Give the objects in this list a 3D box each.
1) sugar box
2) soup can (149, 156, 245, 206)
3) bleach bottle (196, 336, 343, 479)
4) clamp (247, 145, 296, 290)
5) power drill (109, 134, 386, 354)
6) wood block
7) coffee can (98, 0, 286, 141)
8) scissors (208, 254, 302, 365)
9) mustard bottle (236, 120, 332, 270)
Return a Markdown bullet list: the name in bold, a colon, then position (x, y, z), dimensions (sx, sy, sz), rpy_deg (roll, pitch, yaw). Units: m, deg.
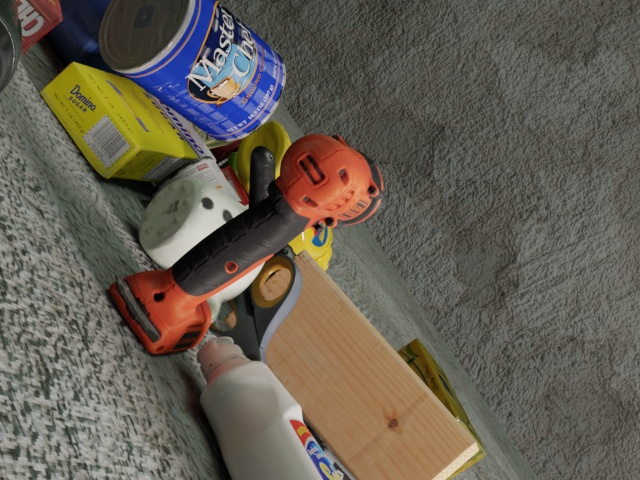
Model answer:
- **sugar box**: position (-0.160, -0.097, 0.926), dimensions (0.093, 0.048, 0.176), rpy_deg (53, 15, 8)
- **soup can**: position (-0.096, -0.015, 0.940), dimensions (0.102, 0.068, 0.068), rpy_deg (55, 7, 7)
- **bleach bottle**: position (-0.014, 0.160, 0.657), dimensions (0.251, 0.068, 0.102), rpy_deg (55, 6, 31)
- **clamp**: position (-0.056, 0.001, 0.988), dimensions (0.039, 0.120, 0.171), rpy_deg (-11, 62, -46)
- **power drill**: position (-0.040, 0.001, 0.729), dimensions (0.057, 0.188, 0.184), rpy_deg (54, 8, 12)
- **wood block**: position (0.026, 0.119, 0.875), dimensions (0.206, 0.091, 0.090), rpy_deg (49, -3, 18)
- **coffee can**: position (-0.111, -0.163, 0.945), dimensions (0.140, 0.103, 0.103), rpy_deg (34, 20, -50)
- **scissors**: position (-0.036, 0.079, 0.804), dimensions (0.016, 0.096, 0.202), rpy_deg (55, 1, -42)
- **mustard bottle**: position (-0.030, -0.031, 1.154), dimensions (0.096, 0.058, 0.191), rpy_deg (-93, 164, -44)
